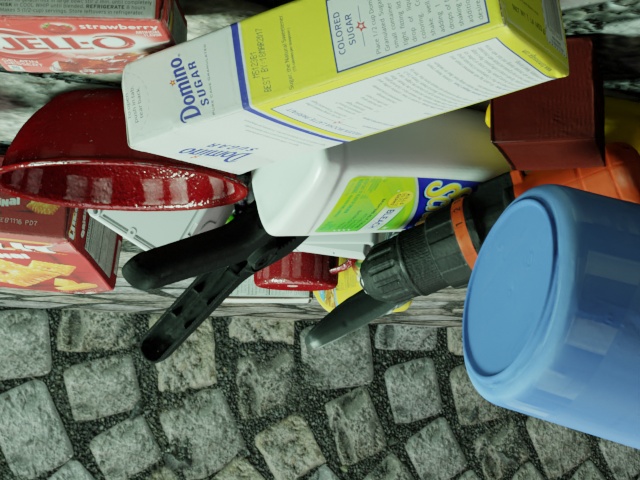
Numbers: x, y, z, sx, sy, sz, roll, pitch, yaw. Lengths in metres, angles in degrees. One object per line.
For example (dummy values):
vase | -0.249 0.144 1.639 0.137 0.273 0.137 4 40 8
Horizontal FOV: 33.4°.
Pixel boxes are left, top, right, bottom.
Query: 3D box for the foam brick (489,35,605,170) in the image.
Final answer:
foam brick | 0.120 -0.070 0.559 0.051 0.053 0.078 -1 173 19

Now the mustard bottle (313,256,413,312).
mustard bottle | 0.036 0.034 1.169 0.058 0.096 0.192 5 171 -28

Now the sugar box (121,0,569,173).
sugar box | 0.010 -0.075 0.464 0.176 0.048 0.093 -11 170 27

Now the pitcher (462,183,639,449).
pitcher | 0.198 0.047 0.535 0.242 0.145 0.149 16 176 -14

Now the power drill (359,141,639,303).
power drill | 0.140 0.016 0.686 0.185 0.057 0.187 -21 152 24

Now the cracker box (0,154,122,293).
cracker box | -0.265 -0.011 0.891 0.164 0.072 0.214 5 167 0

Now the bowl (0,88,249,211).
bowl | -0.125 -0.058 0.674 0.162 0.055 0.162 1 172 0

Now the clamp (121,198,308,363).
clamp | -0.055 0.001 0.766 0.210 0.036 0.164 -38 164 -12

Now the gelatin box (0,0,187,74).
gelatin box | -0.108 -0.097 0.472 0.089 0.030 0.073 1 172 1

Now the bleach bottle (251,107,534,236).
bleach bottle | 0.088 -0.047 0.678 0.250 0.068 0.103 -1 151 -26

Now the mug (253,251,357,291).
mug | -0.012 0.005 1.017 0.117 0.081 0.093 -3 171 28
